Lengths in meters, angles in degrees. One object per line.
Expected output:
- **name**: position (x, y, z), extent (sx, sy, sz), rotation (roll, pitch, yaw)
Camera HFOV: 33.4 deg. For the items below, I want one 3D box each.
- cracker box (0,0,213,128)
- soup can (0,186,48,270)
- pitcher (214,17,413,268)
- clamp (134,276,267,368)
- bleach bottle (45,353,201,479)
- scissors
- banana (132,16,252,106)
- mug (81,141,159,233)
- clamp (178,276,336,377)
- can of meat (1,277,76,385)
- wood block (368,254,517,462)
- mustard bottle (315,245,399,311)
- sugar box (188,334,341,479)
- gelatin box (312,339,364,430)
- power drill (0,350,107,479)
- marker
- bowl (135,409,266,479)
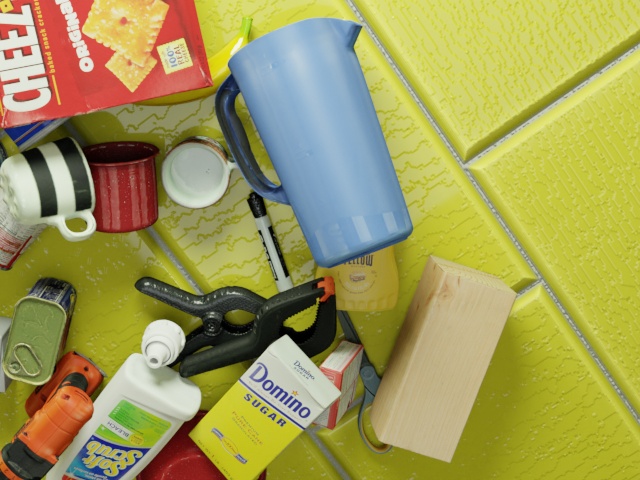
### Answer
- **cracker box**: position (-0.228, -0.210, 1.051), extent (0.213, 0.072, 0.164), rotation (-14, 99, -13)
- **soup can**: position (-0.339, -0.026, 1.184), extent (0.068, 0.068, 0.102), rotation (41, 101, -11)
- **pitcher**: position (-0.003, -0.096, 1.107), extent (0.144, 0.149, 0.243), rotation (-20, 87, -20)
- **clamp**: position (-0.130, 0.102, 1.240), extent (0.171, 0.039, 0.120), rotation (4, 117, 1)
- **bleach bottle**: position (-0.247, 0.252, 1.258), extent (0.102, 0.068, 0.251), rotation (31, 113, -12)
- **scissors**: position (0.076, 0.160, 1.271), extent (0.096, 0.016, 0.202), rotation (-8, 106, 0)
- **banana**: position (-0.158, -0.181, 1.162), extent (0.198, 0.037, 0.069), rotation (-17, 86, 2)
- **mug**: position (-0.231, -0.059, 1.172), extent (0.117, 0.093, 0.081), rotation (9, 113, 25)
- **clamp**: position (-0.038, 0.124, 1.216), extent (0.164, 0.036, 0.210), rotation (33, 119, -24)
- **can of meat**: position (-0.316, 0.100, 1.211), extent (0.057, 0.084, 0.102), rotation (15, 105, -6)
- **wood block**: position (0.136, 0.133, 1.215), extent (0.090, 0.090, 0.206), rotation (18, 99, -9)
- **mustard bottle**: position (0.044, -0.018, 1.197), extent (0.096, 0.058, 0.192), rotation (3, 105, 3)
- **sugar box**: position (-0.065, 0.196, 1.196), extent (0.093, 0.048, 0.176), rotation (46, 124, 8)
- **gelatin box**: position (0.019, 0.163, 1.220), extent (0.030, 0.089, 0.073), rotation (14, 111, 15)
- **power drill**: position (-0.311, 0.212, 1.190), extent (0.057, 0.187, 0.184), rotation (42, 99, -13)
- **marker**: position (-0.058, 0.001, 1.221), extent (0.020, 0.020, 0.121), rotation (-17, 105, 4)
- **bowl**: position (-0.146, 0.288, 1.283), extent (0.162, 0.055, 0.162), rotation (0, 106, -1)
